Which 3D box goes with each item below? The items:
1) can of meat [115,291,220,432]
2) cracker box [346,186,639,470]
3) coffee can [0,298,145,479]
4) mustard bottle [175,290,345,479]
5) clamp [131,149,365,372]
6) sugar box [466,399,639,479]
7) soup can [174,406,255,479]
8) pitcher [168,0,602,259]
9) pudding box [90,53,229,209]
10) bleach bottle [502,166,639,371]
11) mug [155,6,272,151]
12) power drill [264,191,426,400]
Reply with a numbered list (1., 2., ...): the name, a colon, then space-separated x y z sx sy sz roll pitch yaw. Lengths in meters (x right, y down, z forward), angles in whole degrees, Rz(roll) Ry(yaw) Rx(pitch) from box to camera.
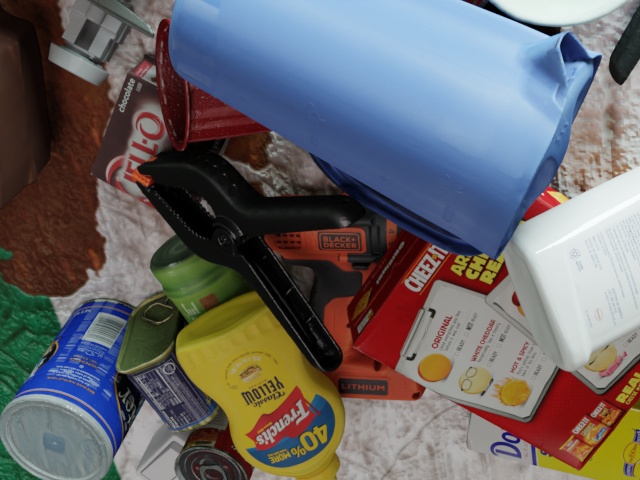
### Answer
1. can of meat: -0.127 0.106 0.935 0.057 0.102 0.084 -23 119 15
2. cracker box: 0.152 0.050 0.788 0.213 0.072 0.164 30 107 -16
3. coffee can: -0.209 0.134 0.956 0.103 0.140 0.103 8 125 11
4. mustard bottle: -0.034 0.136 0.877 0.096 0.058 0.191 -27 114 4
5. clamp: -0.055 0.001 0.787 0.210 0.036 0.164 27 136 29
6. sugar box: 0.216 0.153 0.901 0.176 0.048 0.093 10 126 9
7. soup can: -0.084 0.178 0.973 0.068 0.102 0.068 8 125 11
8. pitcher: 0.033 -0.092 0.654 0.243 0.145 0.149 28 99 12
9. pudding box: -0.123 -0.078 0.847 0.090 0.039 0.114 28 127 -3
10. bleach bottle: 0.251 -0.012 0.708 0.250 0.068 0.102 -25 108 -5
11. mug: -0.071 -0.126 0.765 0.081 0.117 0.093 -9 162 -19
12. power drill: 0.049 0.044 0.870 0.184 0.057 0.188 3 123 12
